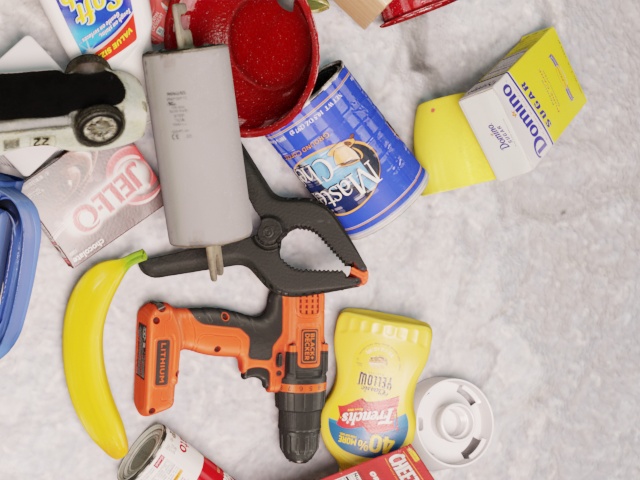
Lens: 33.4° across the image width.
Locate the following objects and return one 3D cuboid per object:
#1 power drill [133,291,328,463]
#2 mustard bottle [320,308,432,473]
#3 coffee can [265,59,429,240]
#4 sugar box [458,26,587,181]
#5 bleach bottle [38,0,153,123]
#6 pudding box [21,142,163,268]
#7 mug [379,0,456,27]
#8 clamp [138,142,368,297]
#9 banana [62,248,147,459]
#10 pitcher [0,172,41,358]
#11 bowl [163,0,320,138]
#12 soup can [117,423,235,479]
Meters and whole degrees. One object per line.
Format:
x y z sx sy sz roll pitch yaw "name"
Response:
-0.082 0.126 1.022 0.187 0.057 0.184 1 90 -23 "power drill"
0.050 0.169 1.066 0.096 0.058 0.192 10 95 4 "mustard bottle"
0.022 -0.085 1.018 0.102 0.103 0.140 -43 107 -12 "coffee can"
0.207 -0.140 1.069 0.093 0.048 0.176 60 39 -15 "sugar box"
-0.187 -0.212 0.913 0.102 0.068 0.251 -23 127 -4 "bleach bottle"
-0.207 -0.043 0.970 0.113 0.039 0.090 -37 106 -14 "pudding box"
0.096 -0.265 1.045 0.117 0.093 0.081 -27 99 -43 "mug"
-0.057 0.001 0.997 0.210 0.036 0.164 31 87 6 "clamp"
-0.203 0.102 0.976 0.070 0.037 0.198 8 98 9 "banana"
-0.320 0.054 0.883 0.144 0.149 0.243 7 95 -21 "pitcher"
-0.060 -0.176 0.955 0.055 0.162 0.162 -29 108 -57 "bowl"
-0.132 0.228 1.005 0.102 0.069 0.068 42 80 -18 "soup can"
